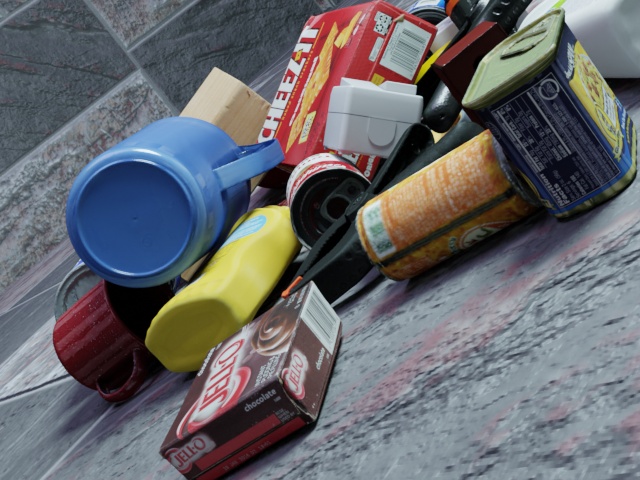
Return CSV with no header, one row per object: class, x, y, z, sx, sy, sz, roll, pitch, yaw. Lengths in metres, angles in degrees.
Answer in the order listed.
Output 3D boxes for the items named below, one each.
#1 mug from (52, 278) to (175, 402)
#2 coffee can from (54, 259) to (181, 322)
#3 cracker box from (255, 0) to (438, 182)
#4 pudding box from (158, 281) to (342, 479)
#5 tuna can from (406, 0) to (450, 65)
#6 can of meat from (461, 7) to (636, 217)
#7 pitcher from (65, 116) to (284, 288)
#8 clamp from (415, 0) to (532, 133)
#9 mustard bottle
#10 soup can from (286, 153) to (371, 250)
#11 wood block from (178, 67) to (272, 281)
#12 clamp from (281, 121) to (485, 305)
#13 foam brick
mug,-0.174,0.087,0.917,0.082,0.093,0.117,-38,48,24
coffee can,-0.194,0.048,1.042,0.103,0.103,0.140,-37,12,8
cracker box,0.014,-0.138,1.025,0.164,0.072,0.214,-66,19,1
pudding box,-0.037,0.082,0.620,0.090,0.039,0.113,-34,13,22
tuna can,0.121,-0.210,1.115,0.086,0.086,0.033,-29,16,36
can of meat,0.130,-0.070,0.589,0.058,0.084,0.102,-32,14,28
pitcher,-0.125,-0.038,0.905,0.243,0.145,0.149,-83,18,-81
clamp,0.139,-0.182,0.898,0.210,0.036,0.164,-56,9,3
mustard bottle,-0.063,0.024,0.859,0.096,0.058,0.191,-37,11,35
soup can,0.008,-0.030,0.830,0.068,0.068,0.102,-37,11,4
wood block,-0.129,-0.073,1.159,0.206,0.090,0.090,-54,31,1
clamp,0.043,-0.019,0.717,0.171,0.039,0.120,-54,8,-12
foam brick,0.125,-0.112,0.772,0.053,0.078,0.051,-39,12,6
